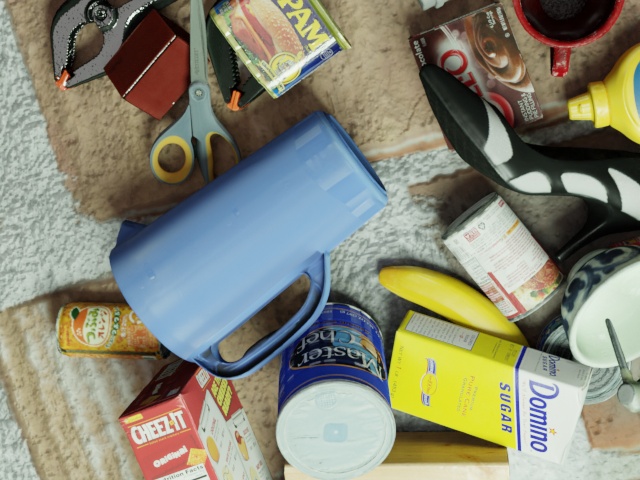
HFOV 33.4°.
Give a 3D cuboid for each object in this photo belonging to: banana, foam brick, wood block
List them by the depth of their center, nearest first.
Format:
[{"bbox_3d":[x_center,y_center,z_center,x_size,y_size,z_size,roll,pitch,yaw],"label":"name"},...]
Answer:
[{"bbox_3d":[-0.152,-0.163,0.989,0.078,0.051,0.053,-46,51,13],"label":"foam brick"},{"bbox_3d":[0.142,0.084,1.009,0.070,0.037,0.198,-42,92,10],"label":"banana"},{"bbox_3d":[0.075,0.238,1.018,0.206,0.090,0.091,-3,99,7],"label":"wood block"}]

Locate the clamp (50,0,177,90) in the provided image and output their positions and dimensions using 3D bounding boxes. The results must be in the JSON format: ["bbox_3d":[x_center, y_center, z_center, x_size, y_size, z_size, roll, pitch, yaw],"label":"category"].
[{"bbox_3d":[-0.207,-0.223,1.003,0.120,0.039,0.171,42,97,2],"label":"clamp"}]

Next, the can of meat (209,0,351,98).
[{"bbox_3d":[-0.036,-0.188,0.941,0.084,0.057,0.102,-35,103,10],"label":"can of meat"}]

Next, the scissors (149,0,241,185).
[{"bbox_3d":[-0.128,-0.127,0.980,0.096,0.016,0.202,-11,122,9],"label":"scissors"}]

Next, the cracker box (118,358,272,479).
[{"bbox_3d":[-0.101,0.226,1.002,0.072,0.164,0.214,-22,96,8],"label":"cracker box"}]

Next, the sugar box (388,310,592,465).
[{"bbox_3d":[0.152,0.136,0.985,0.176,0.048,0.093,17,124,18],"label":"sugar box"}]

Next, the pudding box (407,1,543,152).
[{"bbox_3d":[0.140,-0.148,0.968,0.090,0.039,0.113,-21,97,10],"label":"pudding box"}]

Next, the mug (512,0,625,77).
[{"bbox_3d":[0.211,-0.201,0.928,0.093,0.081,0.117,0,100,7],"label":"mug"}]

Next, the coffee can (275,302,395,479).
[{"bbox_3d":[0.012,0.134,0.970,0.103,0.140,0.103,0,116,-1],"label":"coffee can"}]

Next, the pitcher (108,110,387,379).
[{"bbox_3d":[-0.056,0.001,0.977,0.243,0.145,0.149,-36,121,9],"label":"pitcher"}]

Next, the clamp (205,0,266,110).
[{"bbox_3d":[-0.042,-0.221,0.981,0.164,0.036,0.210,11,101,7],"label":"clamp"}]

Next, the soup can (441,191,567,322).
[{"bbox_3d":[0.167,0.015,0.978,0.068,0.068,0.102,-39,92,12],"label":"soup can"}]

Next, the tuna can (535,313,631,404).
[{"bbox_3d":[0.246,0.110,1.001,0.086,0.033,0.086,1,100,7],"label":"tuna can"}]
